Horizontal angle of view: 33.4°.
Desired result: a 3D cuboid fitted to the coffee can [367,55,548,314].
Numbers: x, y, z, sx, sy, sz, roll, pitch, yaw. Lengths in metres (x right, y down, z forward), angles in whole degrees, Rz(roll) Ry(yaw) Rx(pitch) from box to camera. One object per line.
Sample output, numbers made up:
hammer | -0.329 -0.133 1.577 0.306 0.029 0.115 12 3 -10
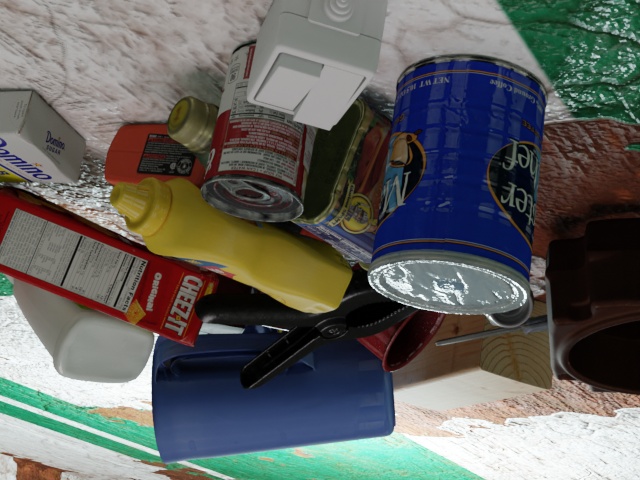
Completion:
coffee can | 0.091 -0.034 0.696 0.103 0.140 0.103 9 160 3

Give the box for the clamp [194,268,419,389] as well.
clamp | 0.000 0.062 0.925 0.210 0.036 0.164 -21 149 8

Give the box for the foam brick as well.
foam brick | -0.103 0.059 1.130 0.053 0.078 0.051 13 158 -10

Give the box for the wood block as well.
wood block | 0.156 0.124 1.167 0.090 0.091 0.206 18 159 -21

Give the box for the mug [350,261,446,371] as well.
mug | 0.071 0.060 1.033 0.082 0.117 0.093 39 139 26

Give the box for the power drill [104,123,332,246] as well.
power drill | -0.101 -0.035 0.910 0.185 0.057 0.187 3 161 26

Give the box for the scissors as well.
scissors | 0.219 0.085 1.060 0.202 0.016 0.096 -14 165 11

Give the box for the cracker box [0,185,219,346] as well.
cracker box | -0.203 0.019 0.972 0.213 0.072 0.164 22 179 -7

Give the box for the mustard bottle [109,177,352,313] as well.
mustard bottle | -0.072 -0.001 0.793 0.191 0.058 0.096 25 179 -38

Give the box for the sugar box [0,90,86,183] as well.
sugar box | -0.294 -0.083 0.880 0.176 0.048 0.093 4 159 19

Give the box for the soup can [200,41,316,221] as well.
soup can | -0.037 -0.072 0.707 0.068 0.102 0.068 8 160 3

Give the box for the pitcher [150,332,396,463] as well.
pitcher | -0.048 0.148 1.081 0.243 0.145 0.149 -5 -172 3

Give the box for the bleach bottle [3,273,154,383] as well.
bleach bottle | -0.270 0.058 1.091 0.102 0.068 0.251 16 -168 -43

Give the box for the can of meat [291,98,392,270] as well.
can of meat | 0.031 -0.040 0.762 0.083 0.102 0.058 30 164 -35
